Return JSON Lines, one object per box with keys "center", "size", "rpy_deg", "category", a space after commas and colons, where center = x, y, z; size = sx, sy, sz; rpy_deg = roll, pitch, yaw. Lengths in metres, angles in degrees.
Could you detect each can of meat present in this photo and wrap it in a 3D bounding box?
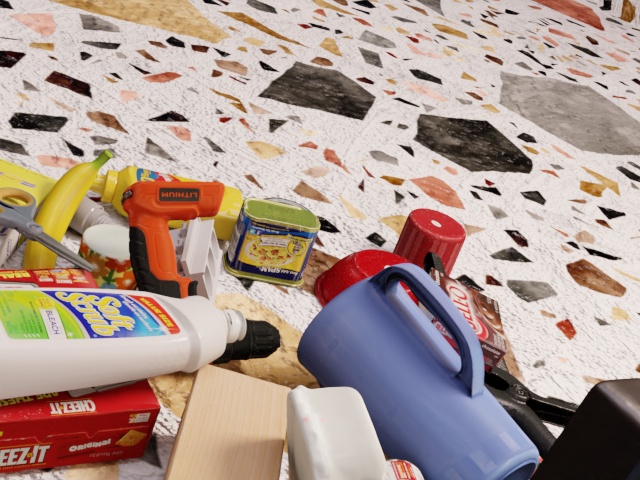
{"center": [-0.059, 0.002, 1.293], "size": [0.102, 0.084, 0.057], "rpy_deg": [11, 29, -16], "category": "can of meat"}

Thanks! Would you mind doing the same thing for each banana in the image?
{"center": [-0.292, -0.022, 1.183], "size": [0.037, 0.070, 0.197], "rpy_deg": [34, 50, -23], "category": "banana"}

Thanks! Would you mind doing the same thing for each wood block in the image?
{"center": [-0.086, 0.205, 0.893], "size": [0.090, 0.090, 0.206], "rpy_deg": [17, 28, -6], "category": "wood block"}

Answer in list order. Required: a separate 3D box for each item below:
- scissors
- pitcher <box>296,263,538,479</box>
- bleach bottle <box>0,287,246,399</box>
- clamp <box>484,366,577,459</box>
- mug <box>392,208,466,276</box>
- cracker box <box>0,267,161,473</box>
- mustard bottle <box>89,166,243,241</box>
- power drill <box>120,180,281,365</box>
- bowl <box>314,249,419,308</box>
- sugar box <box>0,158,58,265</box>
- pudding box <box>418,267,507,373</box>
{"center": [-0.295, -0.017, 1.120], "size": [0.202, 0.016, 0.096], "rpy_deg": [22, 24, 18], "category": "scissors"}
{"center": [0.100, 0.150, 1.043], "size": [0.145, 0.149, 0.243], "rpy_deg": [-38, 61, -9], "category": "pitcher"}
{"center": [-0.184, 0.078, 0.919], "size": [0.250, 0.068, 0.103], "rpy_deg": [-3, 37, -33], "category": "bleach bottle"}
{"center": [0.216, 0.175, 1.142], "size": [0.172, 0.039, 0.120], "rpy_deg": [37, 23, 28], "category": "clamp"}
{"center": [0.146, 0.006, 1.425], "size": [0.093, 0.082, 0.117], "rpy_deg": [25, 27, 10], "category": "mug"}
{"center": [-0.262, 0.111, 0.968], "size": [0.163, 0.072, 0.214], "rpy_deg": [0, 34, -33], "category": "cracker box"}
{"center": [-0.195, -0.052, 1.329], "size": [0.191, 0.058, 0.096], "rpy_deg": [12, 27, -14], "category": "mustard bottle"}
{"center": [-0.132, 0.035, 1.091], "size": [0.184, 0.187, 0.057], "rpy_deg": [1, -12, -19], "category": "power drill"}
{"center": [0.077, 0.058, 1.314], "size": [0.162, 0.055, 0.162], "rpy_deg": [16, 27, -8], "category": "bowl"}
{"center": [-0.368, -0.032, 1.188], "size": [0.093, 0.048, 0.176], "rpy_deg": [20, 26, -1], "category": "sugar box"}
{"center": [0.154, 0.087, 1.172], "size": [0.090, 0.039, 0.113], "rpy_deg": [28, 22, -10], "category": "pudding box"}
